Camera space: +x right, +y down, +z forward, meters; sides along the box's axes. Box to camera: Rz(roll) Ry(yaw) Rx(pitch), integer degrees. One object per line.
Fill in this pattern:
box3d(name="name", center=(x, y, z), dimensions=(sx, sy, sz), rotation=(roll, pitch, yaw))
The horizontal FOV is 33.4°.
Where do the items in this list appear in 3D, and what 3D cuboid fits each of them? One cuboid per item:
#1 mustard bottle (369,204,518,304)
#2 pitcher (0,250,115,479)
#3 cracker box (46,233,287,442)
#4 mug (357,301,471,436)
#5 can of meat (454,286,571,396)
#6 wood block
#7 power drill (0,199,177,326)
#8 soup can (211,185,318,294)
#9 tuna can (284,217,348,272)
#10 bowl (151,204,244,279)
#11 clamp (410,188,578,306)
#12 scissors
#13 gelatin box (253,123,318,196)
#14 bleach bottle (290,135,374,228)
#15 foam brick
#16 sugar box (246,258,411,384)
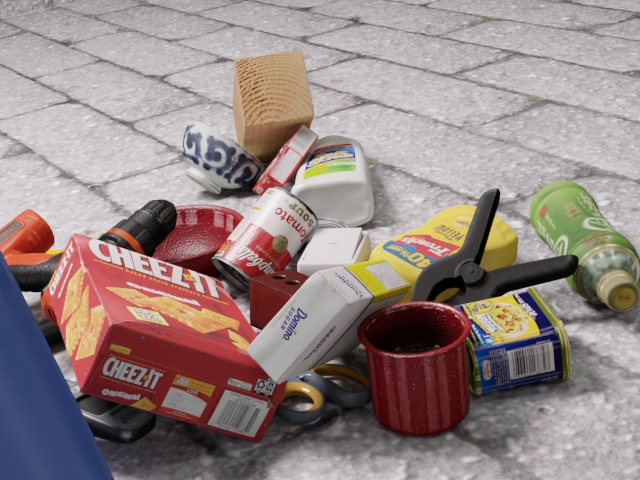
box3d(name="mustard bottle", center=(0.107, 0.024, 1.089), dimensions=(0.191, 0.058, 0.096), rotation=(-26, 40, -34))
box3d(name="pitcher", center=(-0.242, 0.124, 0.742), dimensions=(0.149, 0.243, 0.145), rotation=(-25, 26, -18))
box3d(name="cracker box", center=(-0.139, 0.078, 0.933), dimensions=(0.164, 0.072, 0.214), rotation=(21, 12, -27))
box3d(name="mug", center=(0.082, 0.102, 0.891), dimensions=(0.093, 0.081, 0.117), rotation=(-4, 24, 8))
box3d(name="can of meat", center=(0.161, 0.088, 0.931), dimensions=(0.084, 0.057, 0.102), rotation=(-11, 24, -4))
box3d(name="wood block", center=(-0.067, -0.172, 1.431), dimensions=(0.090, 0.091, 0.206), rotation=(-10, -9, -7))
box3d(name="power drill", center=(-0.262, 0.011, 1.122), dimensions=(0.188, 0.057, 0.184), rotation=(6, 39, 38))
box3d(name="soup can", center=(-0.057, 0.001, 1.128), dimensions=(0.069, 0.068, 0.102), rotation=(20, 67, 47))
box3d(name="tuna can", center=(-0.009, 0.006, 1.196), dimensions=(0.086, 0.034, 0.086), rotation=(-7, 24, 3))
box3d(name="bowl", center=(-0.159, 0.014, 1.197), dimensions=(0.162, 0.055, 0.162), rotation=(-6, 24, 3))
box3d(name="clamp", center=(0.155, 0.038, 1.005), dimensions=(0.120, 0.039, 0.171), rotation=(34, 78, 35))
box3d(name="scissors", center=(-0.045, 0.121, 0.967), dimensions=(0.202, 0.016, 0.096), rotation=(12, 28, 38))
box3d(name="gelatin box", center=(-0.046, -0.099, 1.364), dimensions=(0.089, 0.030, 0.073), rotation=(-55, 6, -19))
box3d(name="bleach bottle", center=(0.011, -0.085, 1.366), dimensions=(0.102, 0.068, 0.251), rotation=(-9, 21, 1))
box3d(name="foam brick", center=(-0.027, 0.064, 1.037), dimensions=(0.052, 0.051, 0.078), rotation=(-13, 20, -36))
box3d(name="sugar box", center=(0.011, 0.064, 0.914), dimensions=(0.048, 0.093, 0.176), rotation=(45, 16, 15))
